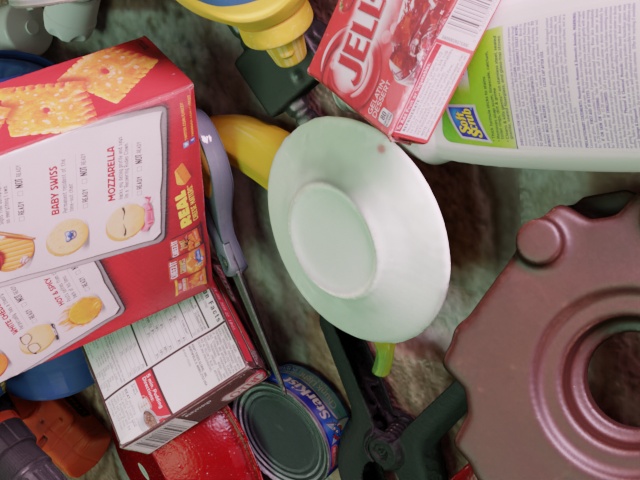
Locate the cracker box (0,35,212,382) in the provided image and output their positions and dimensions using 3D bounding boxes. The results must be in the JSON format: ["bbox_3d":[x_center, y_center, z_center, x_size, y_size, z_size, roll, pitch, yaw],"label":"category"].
[{"bbox_3d":[-0.175,-0.007,0.624,0.072,0.213,0.164,47,150,38],"label":"cracker box"}]

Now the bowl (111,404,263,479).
[{"bbox_3d":[-0.109,0.159,0.795,0.162,0.055,0.162,39,143,36],"label":"bowl"}]

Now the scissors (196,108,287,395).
[{"bbox_3d":[-0.054,0.001,0.669,0.202,0.016,0.096,63,159,6],"label":"scissors"}]

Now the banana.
[{"bbox_3d":[-0.005,-0.013,0.635,0.070,0.037,0.198,-45,72,33],"label":"banana"}]

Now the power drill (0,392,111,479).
[{"bbox_3d":[-0.238,0.151,0.852,0.184,0.057,0.187,42,178,17],"label":"power drill"}]

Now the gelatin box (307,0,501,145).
[{"bbox_3d":[0.038,-0.100,0.499,0.073,0.030,0.089,46,118,42],"label":"gelatin box"}]

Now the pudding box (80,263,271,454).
[{"bbox_3d":[-0.101,0.079,0.730,0.113,0.039,0.090,-33,65,13],"label":"pudding box"}]

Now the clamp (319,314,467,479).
[{"bbox_3d":[0.040,0.118,0.683,0.120,0.039,0.172,32,124,32],"label":"clamp"}]

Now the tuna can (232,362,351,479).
[{"bbox_3d":[-0.019,0.128,0.741,0.086,0.033,0.086,21,125,32],"label":"tuna can"}]

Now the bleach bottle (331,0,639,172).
[{"bbox_3d":[0.105,-0.084,0.495,0.251,0.067,0.102,6,109,43],"label":"bleach bottle"}]
